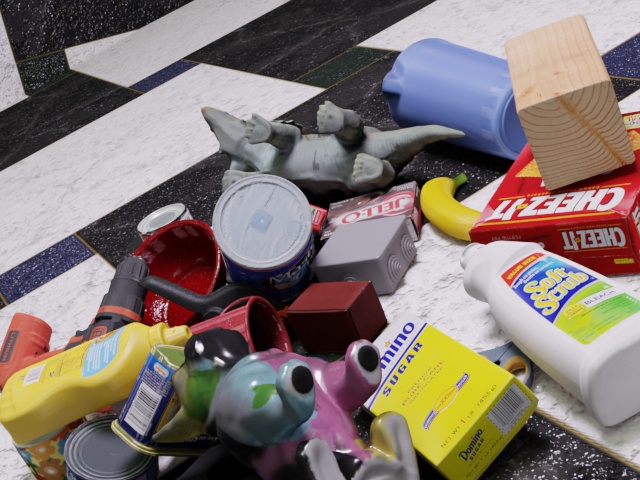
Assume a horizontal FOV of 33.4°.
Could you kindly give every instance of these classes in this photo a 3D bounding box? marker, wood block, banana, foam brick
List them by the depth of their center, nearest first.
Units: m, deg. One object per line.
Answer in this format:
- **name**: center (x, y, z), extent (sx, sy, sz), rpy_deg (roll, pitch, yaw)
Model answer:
- **foam brick**: center (0.017, 0.077, 1.068), extent (0.078, 0.053, 0.051), rpy_deg (-4, 31, 37)
- **wood block**: center (0.248, -0.146, 1.081), extent (0.090, 0.091, 0.206), rpy_deg (-19, 25, 15)
- **banana**: center (0.152, -0.038, 1.199), extent (0.069, 0.037, 0.198), rpy_deg (-24, 23, 3)
- **marker**: center (-0.164, 0.079, 1.280), extent (0.121, 0.020, 0.020), rpy_deg (-19, 24, 13)

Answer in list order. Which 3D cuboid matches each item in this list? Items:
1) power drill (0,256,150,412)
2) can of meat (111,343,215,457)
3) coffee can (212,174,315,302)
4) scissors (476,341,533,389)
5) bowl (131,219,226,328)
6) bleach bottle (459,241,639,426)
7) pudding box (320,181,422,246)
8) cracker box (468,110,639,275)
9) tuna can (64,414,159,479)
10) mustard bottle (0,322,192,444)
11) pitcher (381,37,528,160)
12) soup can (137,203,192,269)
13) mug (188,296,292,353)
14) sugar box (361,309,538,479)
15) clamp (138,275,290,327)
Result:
- **power drill**: center (-0.280, 0.110, 1.211), extent (0.188, 0.057, 0.184), rpy_deg (-12, 52, 35)
- **can of meat**: center (-0.125, 0.144, 0.961), extent (0.058, 0.101, 0.084), rpy_deg (32, 99, 37)
- **coffee can**: center (-0.058, 0.001, 1.153), extent (0.102, 0.103, 0.140), rpy_deg (-27, -17, -7)
- **scissors**: center (0.169, 0.088, 0.942), extent (0.096, 0.016, 0.201), rpy_deg (-6, 29, 37)
- **bowl**: center (-0.162, 0.058, 1.231), extent (0.162, 0.055, 0.162), rpy_deg (-22, 50, 28)
- **bleach bottle**: center (0.189, 0.058, 0.895), extent (0.102, 0.068, 0.251), rpy_deg (-27, 28, -16)
- **pudding box**: center (0.062, -0.022, 1.249), extent (0.114, 0.039, 0.090), rpy_deg (-17, 25, 17)
- **cracker box**: center (0.264, -0.049, 1.070), extent (0.164, 0.072, 0.213), rpy_deg (-7, 30, 37)
- **tuna can**: center (-0.192, 0.202, 0.985), extent (0.086, 0.034, 0.086), rpy_deg (3, 35, -2)
- **mustard bottle**: center (-0.210, 0.126, 1.027), extent (0.192, 0.058, 0.096), rpy_deg (-24, 20, 10)
- **pitcher**: center (0.205, -0.176, 1.346), extent (0.149, 0.145, 0.243), rpy_deg (-42, 30, -9)
- **soup can**: center (-0.175, 0.014, 1.323), extent (0.068, 0.102, 0.068), rpy_deg (-21, 24, 9)
- **mug**: center (-0.083, 0.103, 1.056), extent (0.082, 0.093, 0.117), rpy_deg (-21, 41, 19)
- **sugar box**: center (0.091, 0.125, 0.876), extent (0.093, 0.048, 0.176), rpy_deg (-48, 29, -7)
- **clamp**: center (-0.113, 0.098, 1.129), extent (0.172, 0.120, 0.039), rpy_deg (0, -1, 15)
